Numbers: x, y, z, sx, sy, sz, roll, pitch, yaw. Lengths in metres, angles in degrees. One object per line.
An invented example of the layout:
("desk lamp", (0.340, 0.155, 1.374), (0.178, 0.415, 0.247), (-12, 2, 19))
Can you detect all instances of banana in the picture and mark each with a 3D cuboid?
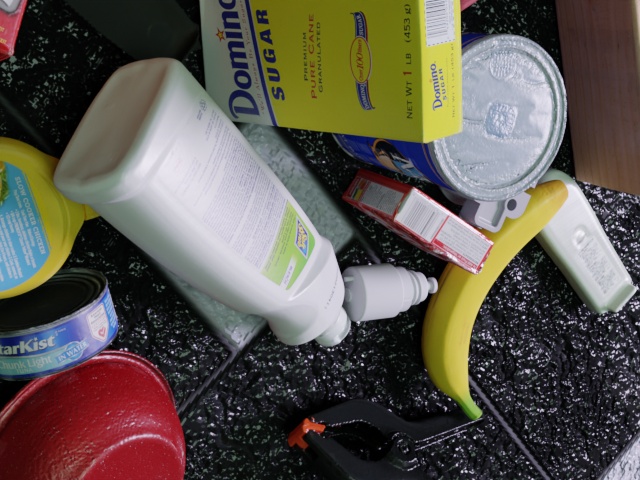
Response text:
("banana", (0.123, 0.037, 0.820), (0.069, 0.037, 0.198), (18, 99, -18))

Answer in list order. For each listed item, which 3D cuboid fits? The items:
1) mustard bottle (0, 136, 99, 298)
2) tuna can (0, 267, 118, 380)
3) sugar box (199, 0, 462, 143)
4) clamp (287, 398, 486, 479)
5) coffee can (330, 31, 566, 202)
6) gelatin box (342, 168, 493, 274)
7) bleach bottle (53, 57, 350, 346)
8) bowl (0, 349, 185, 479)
("mustard bottle", (-0.205, -0.009, 0.628), (0.191, 0.058, 0.096), (-22, 112, -21))
("tuna can", (-0.167, 0.050, 0.648), (0.086, 0.086, 0.034), (-21, 114, -22))
("sugar box", (0.001, -0.113, 0.641), (0.048, 0.177, 0.093), (-21, 113, -47))
("clamp", (0.060, 0.157, 0.807), (0.171, 0.120, 0.039), (27, 130, -14))
("coffee can", (0.078, -0.089, 0.709), (0.102, 0.140, 0.103), (-7, 106, -26))
("gelatin box", (0.070, -0.013, 0.764), (0.089, 0.073, 0.030), (32, 88, -31))
("bleach bottle", (-0.054, 0.001, 0.685), (0.250, 0.068, 0.102), (49, 53, -42))
("bowl", (-0.140, 0.154, 0.679), (0.161, 0.055, 0.162), (-24, 125, -39))
